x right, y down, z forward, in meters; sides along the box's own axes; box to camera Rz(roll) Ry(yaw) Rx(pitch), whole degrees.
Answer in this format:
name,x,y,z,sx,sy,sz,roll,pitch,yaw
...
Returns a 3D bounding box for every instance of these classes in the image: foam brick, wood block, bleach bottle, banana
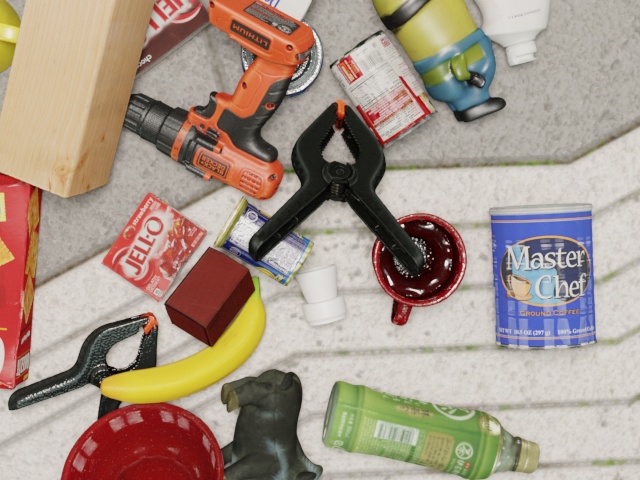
name,x,y,z,sx,sy,sz,roll,pitch,yaw
foam brick,-0.110,0.056,1.067,0.051,0.053,0.078,29,67,18
wood block,-0.237,-0.157,1.025,0.091,0.090,0.206,21,107,11
bleach bottle,0.169,-0.301,1.088,0.102,0.068,0.251,-15,96,0
banana,-0.126,0.119,1.091,0.197,0.037,0.070,-35,78,-16

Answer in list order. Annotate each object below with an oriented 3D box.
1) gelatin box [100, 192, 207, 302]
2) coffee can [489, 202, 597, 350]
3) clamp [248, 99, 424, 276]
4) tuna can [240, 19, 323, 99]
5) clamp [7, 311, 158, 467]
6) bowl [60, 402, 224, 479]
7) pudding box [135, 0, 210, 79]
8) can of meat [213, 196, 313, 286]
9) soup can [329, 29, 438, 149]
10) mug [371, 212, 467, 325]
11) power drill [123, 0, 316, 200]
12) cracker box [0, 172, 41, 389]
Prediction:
name,x,y,z,sx,sy,sz,roll,pitch,yaw
gelatin box,-0.171,0.007,1.098,0.073,0.030,0.089,35,90,-3
coffee can,0.226,0.034,1.082,0.103,0.103,0.140,-3,93,-3
clamp,0.008,-0.053,1.040,0.164,0.036,0.210,1,53,-9
tuna can,-0.040,-0.189,1.095,0.086,0.034,0.086,0,92,-3
clamp,-0.220,0.151,1.099,0.171,0.039,0.120,-41,111,-2
bowl,-0.173,0.244,1.060,0.162,0.055,0.162,-2,54,3
pudding box,-0.179,-0.227,1.084,0.113,0.039,0.090,-38,94,0
can of meat,-0.057,0.001,1.069,0.084,0.102,0.057,31,90,-6
soup can,0.064,-0.153,1.084,0.068,0.068,0.102,-34,93,-1
mug,0.093,0.030,1.086,0.093,0.081,0.117,12,91,-3
power drill,-0.099,-0.149,1.046,0.184,0.057,0.188,27,124,2
cracker box,-0.372,0.034,1.069,0.164,0.072,0.214,5,93,-3
